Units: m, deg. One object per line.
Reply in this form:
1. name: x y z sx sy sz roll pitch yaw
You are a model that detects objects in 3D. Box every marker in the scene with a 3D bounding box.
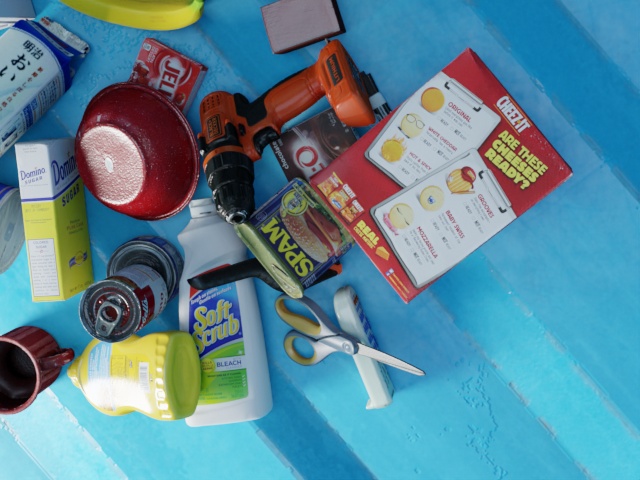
1. marker: 0.074 -0.130 1.160 0.020 0.020 0.121 -30 93 12

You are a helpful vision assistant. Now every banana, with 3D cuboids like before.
1. banana: -0.206 -0.261 1.165 0.198 0.069 0.037 9 63 16

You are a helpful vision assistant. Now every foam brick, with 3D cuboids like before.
1. foam brick: -0.018 -0.236 1.142 0.078 0.053 0.051 -18 96 11

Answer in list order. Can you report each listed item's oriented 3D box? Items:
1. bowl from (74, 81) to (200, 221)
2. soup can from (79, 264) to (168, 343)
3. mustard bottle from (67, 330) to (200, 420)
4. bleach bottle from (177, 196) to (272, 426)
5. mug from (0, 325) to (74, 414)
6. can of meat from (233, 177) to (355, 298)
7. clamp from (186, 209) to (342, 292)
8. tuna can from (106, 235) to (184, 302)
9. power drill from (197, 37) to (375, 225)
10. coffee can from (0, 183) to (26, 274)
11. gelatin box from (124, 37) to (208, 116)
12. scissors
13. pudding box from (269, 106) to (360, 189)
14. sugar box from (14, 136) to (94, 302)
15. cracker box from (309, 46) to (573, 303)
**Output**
1. bowl: -0.214 -0.090 1.170 0.162 0.055 0.162 10 113 24
2. soup can: -0.212 0.067 1.159 0.068 0.102 0.068 1 99 9
3. mustard bottle: -0.220 0.150 1.207 0.192 0.058 0.096 -4 90 39
4. bleach bottle: -0.121 0.078 1.204 0.103 0.068 0.251 -8 95 11
5. mug: -0.341 0.143 1.240 0.117 0.081 0.093 -15 96 12
6. can of meat: -0.026 -0.004 1.125 0.084 0.057 0.102 -41 97 -17
7. clamp: -0.058 0.001 1.165 0.171 0.039 0.120 7 89 -23
8. tuna can: -0.201 0.038 1.224 0.086 0.033 0.086 1 99 9
9. power drill: -0.040 -0.117 1.109 0.188 0.057 0.184 -25 49 13
10. coffee can: -0.416 -0.030 1.215 0.140 0.102 0.103 17 101 7
11. gelatin box: -0.177 -0.170 1.190 0.073 0.030 0.089 28 103 4
12. scissors: 0.025 0.125 1.164 0.202 0.016 0.096 32 131 28
13. pudding box: 0.008 -0.081 1.168 0.090 0.039 0.113 -26 94 12
14. sugar box: -0.297 -0.026 1.200 0.048 0.093 0.176 -1 99 9
15. cracker box: 0.123 -0.065 1.092 0.214 0.072 0.164 -39 88 14
